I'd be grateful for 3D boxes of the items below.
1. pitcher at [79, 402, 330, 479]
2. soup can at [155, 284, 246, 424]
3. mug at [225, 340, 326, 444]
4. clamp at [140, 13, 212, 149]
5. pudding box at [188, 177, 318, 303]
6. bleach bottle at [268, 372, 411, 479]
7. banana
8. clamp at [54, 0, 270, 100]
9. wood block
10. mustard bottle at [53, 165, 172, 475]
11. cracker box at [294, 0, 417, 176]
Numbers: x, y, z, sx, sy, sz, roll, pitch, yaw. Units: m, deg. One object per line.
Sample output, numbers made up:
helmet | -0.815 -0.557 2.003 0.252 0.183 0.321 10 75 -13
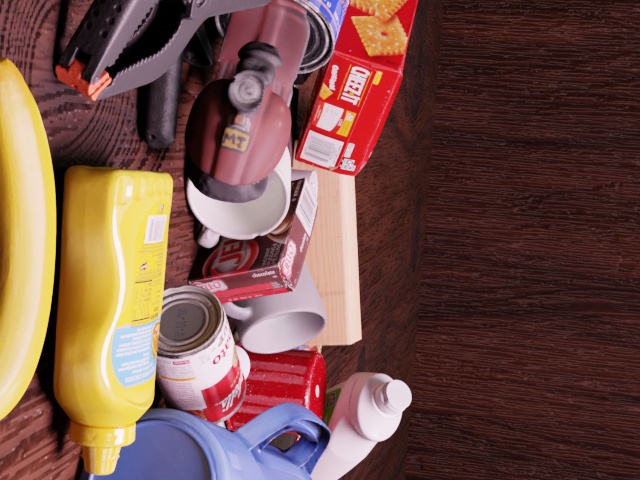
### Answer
pitcher | -0.079 0.192 0.806 0.242 0.145 0.149 59 31 -67
soup can | -0.099 0.090 0.828 0.102 0.068 0.068 81 18 -50
mug | -0.042 0.157 1.030 0.093 0.081 0.117 45 49 -73
clamp | -0.107 -0.151 0.749 0.171 0.039 0.120 86 9 -52
pudding box | -0.056 0.001 0.933 0.039 0.090 0.113 61 31 -35
bleach bottle | 0.009 0.202 1.087 0.251 0.068 0.102 -39 -147 49
banana | -0.161 0.010 0.547 0.069 0.037 0.198 36 60 -79
clamp | -0.086 -0.158 0.679 0.209 0.036 0.164 -53 163 -22
wood block | -0.011 0.003 1.101 0.090 0.091 0.206 8 80 -81
mustard bottle | -0.131 0.050 0.666 0.096 0.058 0.191 -13 108 -80
cracker box | 0.046 -0.192 1.019 0.164 0.072 0.213 112 -6 -56
